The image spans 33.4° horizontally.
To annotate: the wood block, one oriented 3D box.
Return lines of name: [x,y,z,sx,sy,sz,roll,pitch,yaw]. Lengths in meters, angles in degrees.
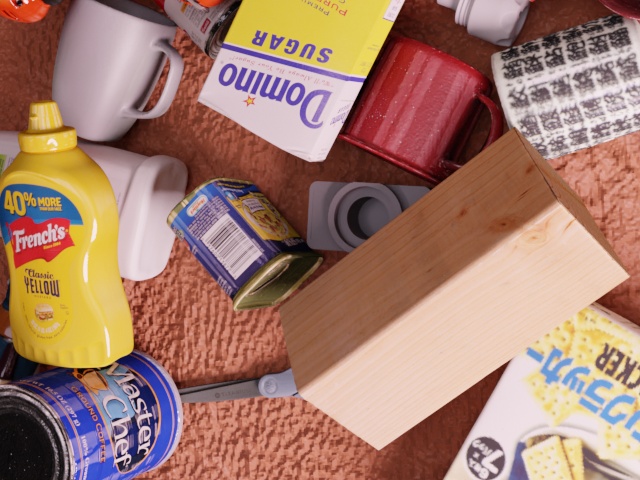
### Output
wood block: [0.082,0.035,0.709,0.206,0.090,0.090,-38,35,17]

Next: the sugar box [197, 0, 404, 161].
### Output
sugar box: [-0.003,-0.150,0.707,0.093,0.048,0.176,30,102,13]

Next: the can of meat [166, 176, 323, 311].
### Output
can of meat: [-0.055,0.001,0.784,0.057,0.102,0.084,-45,77,14]

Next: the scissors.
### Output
scissors: [-0.028,0.093,0.822,0.202,0.016,0.096,7,92,17]

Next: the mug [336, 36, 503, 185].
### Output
mug: [0.076,-0.086,0.742,0.117,0.093,0.081,29,95,41]

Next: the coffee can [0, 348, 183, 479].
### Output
coffee can: [-0.183,0.143,0.800,0.103,0.140,0.103,3,97,25]

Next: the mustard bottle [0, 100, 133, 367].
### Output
mustard bottle: [-0.191,-0.006,0.779,0.096,0.058,0.192,5,106,29]

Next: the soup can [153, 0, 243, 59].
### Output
soup can: [-0.094,-0.196,0.809,0.102,0.068,0.068,46,103,11]

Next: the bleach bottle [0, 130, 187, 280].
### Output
bleach bottle: [-0.236,-0.049,0.860,0.251,0.068,0.102,18,100,18]
